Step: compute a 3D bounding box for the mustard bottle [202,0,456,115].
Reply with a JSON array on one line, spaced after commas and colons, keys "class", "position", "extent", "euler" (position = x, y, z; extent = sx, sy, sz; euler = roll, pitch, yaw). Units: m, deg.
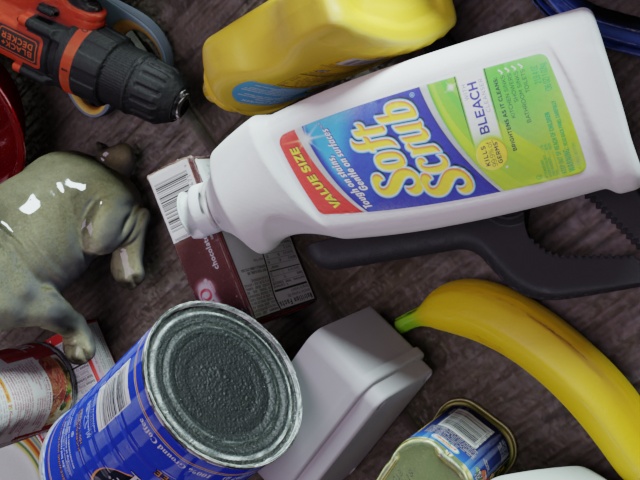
[{"class": "mustard bottle", "position": [-0.015, -0.115, 0.643], "extent": [0.192, 0.096, 0.058], "euler": [-15, 88, 52]}]

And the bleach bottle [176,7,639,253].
[{"class": "bleach bottle", "position": [0.040, -0.042, 0.590], "extent": [0.251, 0.068, 0.102], "euler": [-17, 96, 17]}]

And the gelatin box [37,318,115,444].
[{"class": "gelatin box", "position": [-0.183, 0.114, 0.797], "extent": [0.073, 0.030, 0.089], "euler": [-29, 82, 25]}]

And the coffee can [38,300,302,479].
[{"class": "coffee can", "position": [-0.091, 0.114, 0.632], "extent": [0.141, 0.102, 0.103], "euler": [-43, 77, 40]}]

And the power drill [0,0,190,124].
[{"class": "power drill", "position": [-0.150, -0.181, 0.677], "extent": [0.184, 0.057, 0.188], "euler": [26, 123, 12]}]

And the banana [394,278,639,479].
[{"class": "banana", "position": [0.135, 0.077, 0.634], "extent": [0.198, 0.037, 0.070], "euler": [35, 139, 22]}]

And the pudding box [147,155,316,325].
[{"class": "pudding box", "position": [-0.055, 0.001, 0.686], "extent": [0.039, 0.089, 0.113], "euler": [-22, 85, 25]}]

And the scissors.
[{"class": "scissors", "position": [-0.152, -0.181, 0.728], "extent": [0.096, 0.016, 0.202], "euler": [4, 113, 17]}]

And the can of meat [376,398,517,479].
[{"class": "can of meat", "position": [0.065, 0.154, 0.648], "extent": [0.057, 0.083, 0.102], "euler": [37, 110, 18]}]

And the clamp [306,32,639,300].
[{"class": "clamp", "position": [0.110, -0.035, 0.624], "extent": [0.210, 0.036, 0.164], "euler": [18, 89, 17]}]

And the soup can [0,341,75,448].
[{"class": "soup can", "position": [-0.230, 0.112, 0.744], "extent": [0.069, 0.102, 0.068], "euler": [3, 96, 26]}]
